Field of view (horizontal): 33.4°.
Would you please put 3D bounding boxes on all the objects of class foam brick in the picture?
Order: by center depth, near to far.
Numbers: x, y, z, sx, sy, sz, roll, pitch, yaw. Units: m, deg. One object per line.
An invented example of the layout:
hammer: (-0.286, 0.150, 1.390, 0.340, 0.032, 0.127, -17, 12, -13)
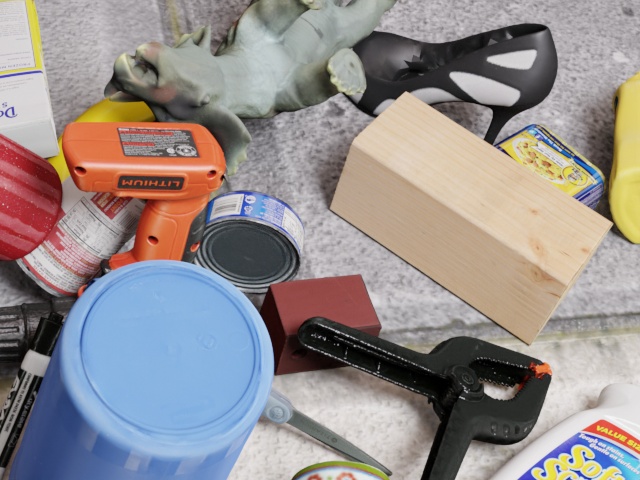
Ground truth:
foam brick: (-0.002, 0.064, 0.814, 0.078, 0.053, 0.051, -6, 53, -19)

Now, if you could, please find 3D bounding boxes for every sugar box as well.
sugar box: (-0.274, -0.132, 0.887, 0.093, 0.048, 0.176, -11, 50, -9)

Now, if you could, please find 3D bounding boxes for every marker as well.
marker: (-0.198, 0.104, 0.707, 0.020, 0.020, 0.121, 22, 85, 3)

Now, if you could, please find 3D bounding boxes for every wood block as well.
wood block: (0.122, -0.021, 0.893, 0.206, 0.091, 0.090, 34, 51, 14)

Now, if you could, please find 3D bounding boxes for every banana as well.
banana: (-0.186, -0.071, 0.890, 0.069, 0.037, 0.197, 37, 49, -21)

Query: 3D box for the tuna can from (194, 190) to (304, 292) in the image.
tuna can: (-0.055, 0.001, 0.829, 0.086, 0.086, 0.033, 13, 48, -5)

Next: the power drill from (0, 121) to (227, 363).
power drill: (-0.144, 0.010, 0.734, 0.184, 0.188, 0.057, -3, 40, -21)

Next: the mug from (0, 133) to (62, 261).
mug: (-0.244, -0.038, 0.749, 0.117, 0.081, 0.093, 23, 84, 35)

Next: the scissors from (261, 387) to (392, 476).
scissors: (-0.049, 0.125, 0.764, 0.201, 0.096, 0.016, 46, 25, -15)

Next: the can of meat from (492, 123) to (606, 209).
can of meat: (0.193, -0.052, 0.960, 0.083, 0.057, 0.102, -30, 64, -35)

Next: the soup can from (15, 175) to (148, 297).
soup can: (-0.171, -0.014, 0.788, 0.102, 0.068, 0.068, -43, 64, 10)

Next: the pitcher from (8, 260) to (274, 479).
pitcher: (-0.111, 0.102, 0.623, 0.149, 0.243, 0.144, 34, 55, 2)

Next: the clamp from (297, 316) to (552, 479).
clamp: (0.099, 0.119, 0.768, 0.209, 0.036, 0.165, 4, 42, -36)
